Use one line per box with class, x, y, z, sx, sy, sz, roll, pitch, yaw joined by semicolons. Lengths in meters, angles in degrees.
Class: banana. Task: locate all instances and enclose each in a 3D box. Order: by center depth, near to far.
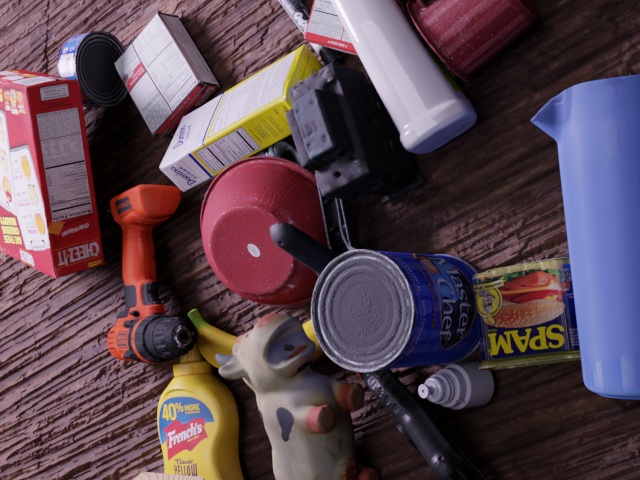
banana;-0.056;0.104;1.082;0.198;0.037;0.069;-3;107;32

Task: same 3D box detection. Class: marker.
marker;-0.012;-0.217;1.086;0.020;0.020;0.121;-45;64;25

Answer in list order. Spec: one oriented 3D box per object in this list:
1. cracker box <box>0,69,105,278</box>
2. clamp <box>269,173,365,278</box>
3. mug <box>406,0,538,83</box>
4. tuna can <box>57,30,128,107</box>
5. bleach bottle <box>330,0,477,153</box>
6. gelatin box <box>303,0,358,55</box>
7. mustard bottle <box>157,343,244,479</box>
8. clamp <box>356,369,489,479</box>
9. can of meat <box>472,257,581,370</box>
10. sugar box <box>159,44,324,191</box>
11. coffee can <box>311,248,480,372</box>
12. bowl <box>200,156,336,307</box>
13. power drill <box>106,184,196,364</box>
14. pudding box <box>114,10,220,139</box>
cracker box;-0.319;-0.081;1.211;0.164;0.071;0.214;17;117;51
clamp;0.013;0.023;0.987;0.039;0.120;0.171;-13;108;42
mug;0.128;-0.206;0.932;0.082;0.117;0.093;-38;34;22
tuna can;-0.258;-0.195;1.220;0.034;0.085;0.086;-1;87;37
bleach bottle;0.049;-0.200;0.961;0.068;0.102;0.251;-32;83;14
gelatin box;0.032;-0.228;1.037;0.073;0.030;0.089;18;97;17
mustard bottle;-0.128;0.204;1.123;0.096;0.058;0.191;-12;80;37
clamp;0.087;0.161;0.931;0.036;0.164;0.210;-42;53;-1
can of meat;0.182;0.064;0.910;0.102;0.057;0.084;-12;78;34
sugar box;-0.079;-0.122;1.088;0.177;0.048;0.093;-27;31;34
coffee can;0.073;0.061;0.936;0.103;0.140;0.103;-2;86;35
bowl;-0.057;0.001;1.047;0.162;0.055;0.162;8;112;20
power drill;-0.182;0.038;1.140;0.185;0.057;0.187;-12;76;58
pudding box;-0.172;-0.184;1.188;0.090;0.039;0.113;-42;67;26
